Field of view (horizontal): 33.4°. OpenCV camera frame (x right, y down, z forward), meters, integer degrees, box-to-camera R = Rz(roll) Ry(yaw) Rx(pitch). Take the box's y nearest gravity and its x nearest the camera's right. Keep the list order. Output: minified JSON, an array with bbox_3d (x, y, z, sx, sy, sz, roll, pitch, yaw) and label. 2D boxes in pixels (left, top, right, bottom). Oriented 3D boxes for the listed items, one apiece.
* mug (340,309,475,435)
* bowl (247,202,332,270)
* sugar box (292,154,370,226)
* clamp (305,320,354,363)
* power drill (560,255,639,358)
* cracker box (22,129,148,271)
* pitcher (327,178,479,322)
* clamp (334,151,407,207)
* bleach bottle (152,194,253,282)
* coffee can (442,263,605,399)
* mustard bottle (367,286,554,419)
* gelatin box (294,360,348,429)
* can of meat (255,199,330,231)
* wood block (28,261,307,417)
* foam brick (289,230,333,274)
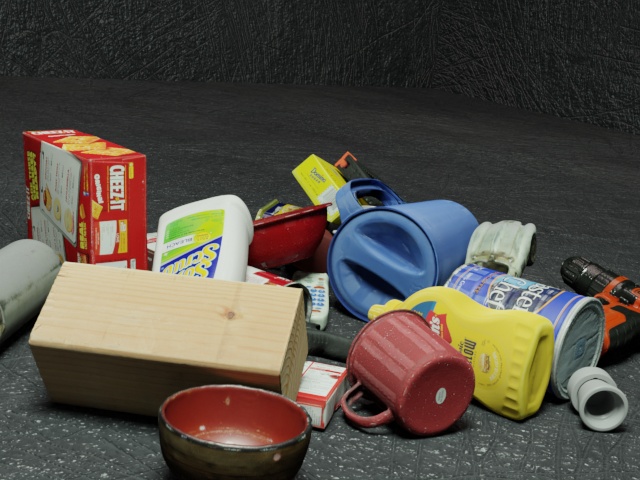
[{"bbox_3d":[0.072,0.124,0.935,0.117,0.093,0.082,-30,32,-16],"label":"mug"},{"bbox_3d":[-0.058,0.002,1.227,0.162,0.055,0.162,-14,3,0],"label":"bowl"},{"bbox_3d":[0.032,-0.059,1.507,0.093,0.048,0.176,55,15,18],"label":"sugar box"},{"bbox_3d":[-0.011,0.095,1.016,0.120,0.039,0.171,8,-3,36],"label":"clamp"},{"bbox_3d":[0.301,0.079,1.190,0.187,0.057,0.185,-9,33,-40],"label":"power drill"},{"bbox_3d":[-0.263,-0.030,1.186,0.072,0.164,0.214,-7,16,-32],"label":"cracker box"},{"bbox_3d":[0.108,0.005,1.289,0.145,0.149,0.242,13,12,22],"label":"pitcher"},{"bbox_3d":[0.105,-0.039,1.480,0.210,0.036,0.164,42,14,-10],"label":"clamp"},{"bbox_3d":[-0.115,0.055,1.037,0.102,0.068,0.251,-14,35,5],"label":"bleach bottle"},{"bbox_3d":[0.198,0.089,1.069,0.141,0.103,0.102,17,18,36],"label":"coffee can"},{"bbox_3d":[0.126,0.096,1.023,0.192,0.096,0.058,18,19,38],"label":"mustard bottle"},{"bbox_3d":[-0.019,0.134,0.950,0.073,0.030,0.089,8,14,13],"label":"gelatin box"},{"bbox_3d":[-0.038,-0.015,1.472,0.084,0.057,0.102,12,16,12],"label":"can of meat"},{"bbox_3d":[-0.122,0.088,0.888,0.206,0.090,0.090,6,48,9],"label":"wood block"},{"bbox_3d":[-0.014,0.008,1.365,0.051,0.053,0.078,28,7,-18],"label":"foam brick"}]
